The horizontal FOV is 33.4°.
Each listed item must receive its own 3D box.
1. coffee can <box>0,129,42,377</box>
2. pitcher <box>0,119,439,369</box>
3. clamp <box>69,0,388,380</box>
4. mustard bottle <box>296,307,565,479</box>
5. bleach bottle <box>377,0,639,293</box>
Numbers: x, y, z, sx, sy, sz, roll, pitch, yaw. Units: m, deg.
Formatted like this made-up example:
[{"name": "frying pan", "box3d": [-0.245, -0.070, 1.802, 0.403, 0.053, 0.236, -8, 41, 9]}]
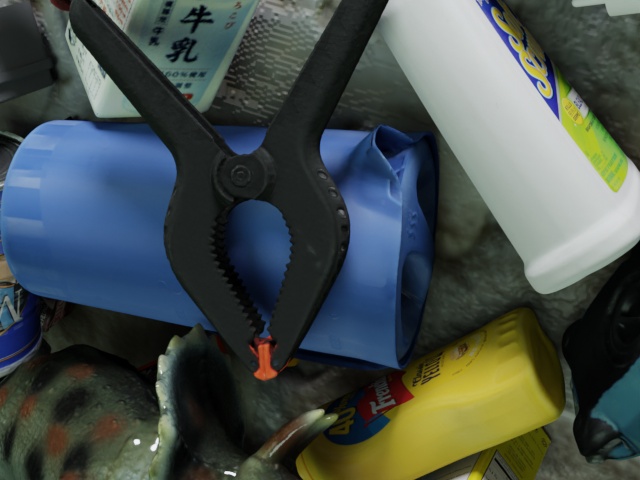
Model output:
[{"name": "coffee can", "box3d": [-0.236, 0.008, 0.700, 0.103, 0.102, 0.140, 17, 120, 17]}, {"name": "pitcher", "box3d": [-0.054, 0.001, 0.629, 0.243, 0.145, 0.149, 7, 93, 14]}, {"name": "clamp", "box3d": [-0.046, -0.037, 0.532, 0.165, 0.036, 0.210, 1, 95, 12]}, {"name": "mustard bottle", "box3d": [0.050, 0.110, 0.646, 0.192, 0.096, 0.058, -29, 104, 20]}, {"name": "bleach bottle", "box3d": [0.074, -0.099, 0.554, 0.068, 0.102, 0.251, -34, 96, 29]}]
